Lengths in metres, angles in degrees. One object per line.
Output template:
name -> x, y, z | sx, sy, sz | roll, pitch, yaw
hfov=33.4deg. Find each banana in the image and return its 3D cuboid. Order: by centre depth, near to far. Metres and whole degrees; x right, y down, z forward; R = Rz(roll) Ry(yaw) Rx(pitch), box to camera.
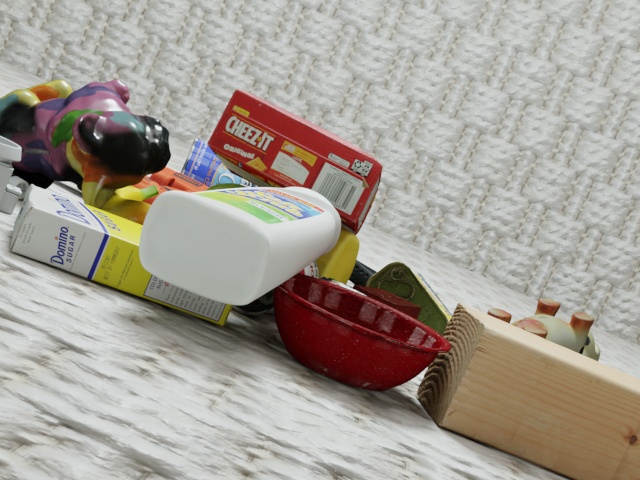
banana -> -0.197, -0.034, 1.065 | 0.198, 0.069, 0.037 | -129, -165, -75

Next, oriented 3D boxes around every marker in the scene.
marker -> -0.329, -0.070, 1.055 | 0.121, 0.020, 0.020 | 28, 6, 36

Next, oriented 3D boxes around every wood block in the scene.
wood block -> 0.198, 0.139, 0.897 | 0.206, 0.091, 0.090 | 23, 6, -10

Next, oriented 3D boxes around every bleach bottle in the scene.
bleach bottle -> -0.048, -0.011, 0.874 | 0.103, 0.068, 0.250 | 22, 14, 12

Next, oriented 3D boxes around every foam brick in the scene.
foam brick -> 0.060, 0.080, 1.099 | 0.053, 0.051, 0.078 | 26, 6, 25

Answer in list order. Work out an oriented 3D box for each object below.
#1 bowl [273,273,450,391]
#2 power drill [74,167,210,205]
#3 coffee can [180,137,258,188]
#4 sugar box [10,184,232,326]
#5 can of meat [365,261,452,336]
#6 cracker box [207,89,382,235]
bowl -> 0.023, 0.080, 0.881 | 0.162, 0.055, 0.162 | 21, 6, -3
power drill -> -0.216, -0.062, 1.289 | 0.184, 0.057, 0.187 | 29, 9, 17
coffee can -> -0.131, -0.070, 1.498 | 0.140, 0.103, 0.103 | 23, 5, -8
sugar box -> -0.157, 0.010, 0.858 | 0.176, 0.048, 0.093 | 24, 6, -19
can of meat -> 0.103, 0.076, 1.177 | 0.102, 0.057, 0.083 | 53, 10, 14
cracker box -> -0.020, -0.076, 1.116 | 0.164, 0.072, 0.213 | 27, -2, 3
